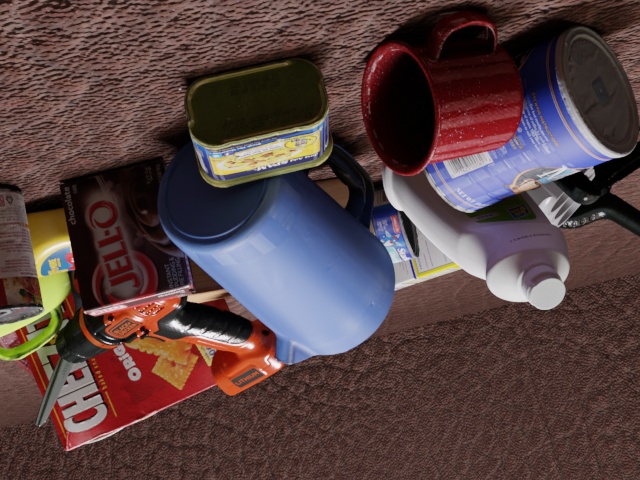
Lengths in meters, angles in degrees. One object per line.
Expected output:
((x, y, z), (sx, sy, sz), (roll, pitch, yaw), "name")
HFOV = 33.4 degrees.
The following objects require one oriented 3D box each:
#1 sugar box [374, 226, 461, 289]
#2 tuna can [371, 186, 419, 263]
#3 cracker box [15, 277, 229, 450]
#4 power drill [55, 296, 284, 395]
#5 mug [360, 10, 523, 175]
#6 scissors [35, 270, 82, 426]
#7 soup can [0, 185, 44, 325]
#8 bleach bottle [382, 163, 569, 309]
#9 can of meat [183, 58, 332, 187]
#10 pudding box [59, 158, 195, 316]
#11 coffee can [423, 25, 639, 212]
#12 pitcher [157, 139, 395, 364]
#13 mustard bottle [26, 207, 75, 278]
((0.135, -0.003, 1.290), (0.177, 0.093, 0.048), (-20, 167, 38), "sugar box")
((0.080, -0.019, 1.161), (0.034, 0.086, 0.086), (-14, 170, 14), "tuna can")
((-0.200, 0.104, 1.130), (0.213, 0.164, 0.072), (-23, 177, -13), "cracker box")
((-0.141, 0.094, 1.030), (0.187, 0.057, 0.185), (23, 142, -33), "power drill")
((0.089, -0.107, 0.741), (0.081, 0.093, 0.117), (-13, 134, -28), "mug")
((-0.225, 0.092, 1.080), (0.096, 0.202, 0.016), (8, -176, -24), "scissors")
((-0.266, 0.014, 0.861), (0.068, 0.102, 0.068), (-13, 170, -3), "soup can")
((0.136, -0.014, 0.918), (0.102, 0.068, 0.251), (-15, -150, -7), "bleach bottle")
((-0.043, -0.083, 0.752), (0.102, 0.057, 0.084), (-13, 167, -3), "can of meat")
((-0.159, -0.001, 0.882), (0.090, 0.113, 0.039), (-14, 167, 1), "pudding box")
((0.158, -0.091, 0.828), (0.141, 0.103, 0.102), (-22, 166, 41), "coffee can")
((-0.031, -0.007, 0.909), (0.145, 0.149, 0.242), (-24, 151, 13), "pitcher")
((-0.214, -0.003, 0.959), (0.191, 0.058, 0.096), (-10, 168, -12), "mustard bottle")
